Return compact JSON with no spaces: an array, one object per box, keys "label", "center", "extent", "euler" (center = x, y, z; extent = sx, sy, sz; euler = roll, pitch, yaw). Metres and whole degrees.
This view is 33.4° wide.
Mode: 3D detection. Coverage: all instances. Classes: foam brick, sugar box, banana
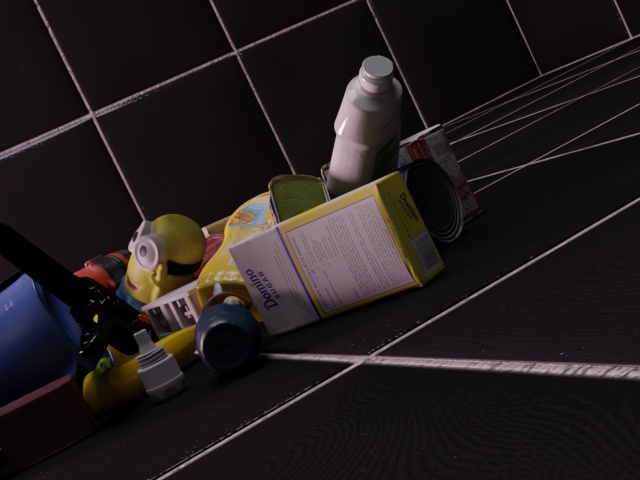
[{"label":"foam brick","center":[-0.241,0.158,0.928],"extent":[0.078,0.053,0.051],"euler":[-26,5,-11]},{"label":"sugar box","center":[0.010,0.015,0.914],"extent":[0.177,0.093,0.048],"euler":[-21,6,40]},{"label":"banana","center":[-0.166,0.121,0.978],"extent":[0.070,0.037,0.197],"euler":[-38,-6,17]}]

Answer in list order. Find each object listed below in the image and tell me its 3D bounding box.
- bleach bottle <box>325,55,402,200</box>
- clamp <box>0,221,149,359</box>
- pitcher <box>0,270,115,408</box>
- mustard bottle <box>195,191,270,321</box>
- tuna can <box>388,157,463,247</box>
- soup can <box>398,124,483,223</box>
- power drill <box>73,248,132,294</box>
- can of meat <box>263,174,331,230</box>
[{"label":"bleach bottle","center":[0.045,-0.081,1.048],"extent":[0.102,0.068,0.251],"euler":[-57,-16,-37]},{"label":"clamp","center":[-0.222,0.056,0.999],"extent":[0.036,0.165,0.210],"euler":[-45,-16,1]},{"label":"pitcher","center":[-0.334,0.136,1.039],"extent":[0.243,0.145,0.149],"euler":[-34,1,1]},{"label":"mustard bottle","center":[-0.057,0.002,1.128],"extent":[0.096,0.058,0.191],"euler":[2,40,17]},{"label":"tuna can","center":[0.098,-0.034,1.022],"extent":[0.034,0.086,0.086],"euler":[-24,5,39]},{"label":"soup can","center":[0.118,-0.062,1.115],"extent":[0.068,0.102,0.068],"euler":[-26,5,2]},{"label":"power drill","center":[-0.287,0.093,1.337],"extent":[0.184,0.057,0.188],"euler":[-29,-25,-53]},{"label":"can of meat","center":[-0.022,0.001,1.027],"extent":[0.057,0.102,0.084],"euler":[-1,-46,-16]}]
